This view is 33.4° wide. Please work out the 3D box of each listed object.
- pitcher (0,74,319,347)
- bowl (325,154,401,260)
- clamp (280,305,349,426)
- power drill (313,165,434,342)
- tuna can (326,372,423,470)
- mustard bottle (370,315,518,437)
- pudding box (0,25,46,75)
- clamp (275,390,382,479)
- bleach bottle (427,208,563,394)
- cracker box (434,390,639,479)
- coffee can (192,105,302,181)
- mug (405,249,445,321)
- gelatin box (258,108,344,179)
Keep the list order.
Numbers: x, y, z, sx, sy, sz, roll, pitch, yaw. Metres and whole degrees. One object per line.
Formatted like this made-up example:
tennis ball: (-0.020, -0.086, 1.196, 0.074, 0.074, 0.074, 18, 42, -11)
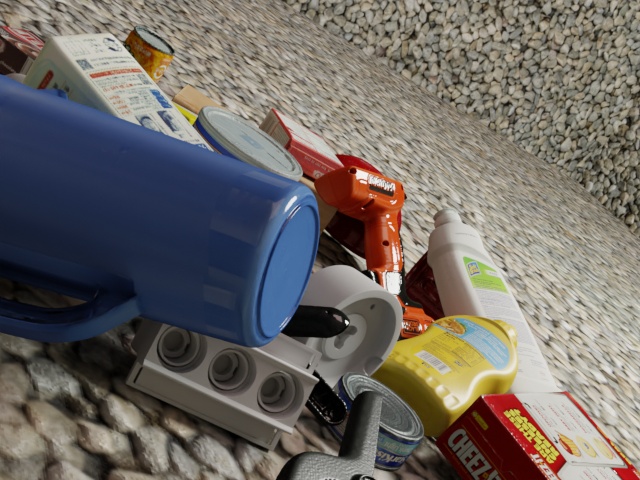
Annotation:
pitcher: (-0.133, -0.008, 0.689, 0.243, 0.149, 0.144, 17, 7, 17)
bowl: (0.043, -0.049, 1.264, 0.162, 0.055, 0.162, 40, -20, 17)
clamp: (-0.042, 0.064, 0.837, 0.172, 0.120, 0.039, 33, 45, 20)
power drill: (0.043, 0.025, 1.057, 0.184, 0.057, 0.187, 15, 62, -53)
tuna can: (0.043, 0.149, 0.888, 0.086, 0.034, 0.086, 32, 16, -11)
mustard bottle: (0.132, 0.116, 1.013, 0.096, 0.058, 0.191, 33, 33, 28)
pudding box: (-0.300, -0.184, 1.136, 0.113, 0.039, 0.090, 39, 16, 11)
clamp: (0.035, 0.190, 0.735, 0.165, 0.036, 0.209, 50, 26, 16)
bleach bottle: (0.178, 0.074, 1.160, 0.102, 0.068, 0.251, 15, 47, -39)
cracker box: (0.215, 0.218, 0.955, 0.164, 0.072, 0.213, 51, 22, 26)
coffee can: (-0.096, -0.030, 0.924, 0.102, 0.140, 0.103, 32, 16, -11)
mug: (0.144, 0.060, 1.248, 0.081, 0.093, 0.117, 40, 8, -1)
gelatin box: (-0.021, -0.099, 1.146, 0.073, 0.030, 0.089, 28, 17, -30)
